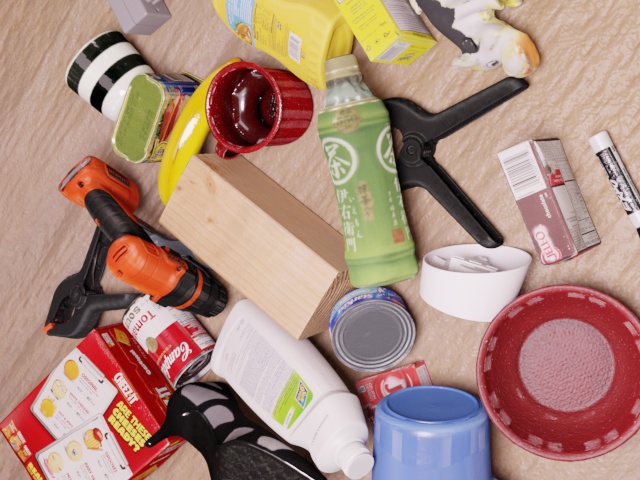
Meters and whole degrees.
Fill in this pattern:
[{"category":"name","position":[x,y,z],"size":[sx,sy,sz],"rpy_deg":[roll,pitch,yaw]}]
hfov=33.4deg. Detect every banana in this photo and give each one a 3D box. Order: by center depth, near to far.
[{"category":"banana","position":[-0.138,-0.109,1.169],"size":[0.037,0.069,0.198],"rpy_deg":[28,110,21]}]

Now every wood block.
[{"category":"wood block","position":[-0.058,0.002,1.126],"size":[0.206,0.090,0.090],"rpy_deg":[38,113,19]}]

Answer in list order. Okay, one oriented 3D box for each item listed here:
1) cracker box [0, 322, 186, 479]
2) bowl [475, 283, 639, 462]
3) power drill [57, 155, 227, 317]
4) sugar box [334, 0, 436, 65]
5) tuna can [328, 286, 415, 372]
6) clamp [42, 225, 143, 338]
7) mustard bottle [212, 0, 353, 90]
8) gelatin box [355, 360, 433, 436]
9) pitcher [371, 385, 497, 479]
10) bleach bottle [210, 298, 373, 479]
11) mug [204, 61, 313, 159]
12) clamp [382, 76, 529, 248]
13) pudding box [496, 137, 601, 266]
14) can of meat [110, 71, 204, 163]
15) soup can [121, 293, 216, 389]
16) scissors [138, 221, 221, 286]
[{"category":"cracker box","position":[-0.270,0.226,1.286],"size":[0.214,0.072,0.164],"rpy_deg":[-43,76,26]},{"category":"bowl","position":[0.227,0.119,0.990],"size":[0.162,0.055,0.162],"rpy_deg":[0,92,14]},{"category":"power drill","position":[-0.192,-0.001,1.157],"size":[0.057,0.184,0.188],"rpy_deg":[-46,57,4]},{"category":"sugar box","position":[0.037,-0.255,1.039],"size":[0.048,0.093,0.176],"rpy_deg":[-38,77,26]},{"category":"tuna can","position":[0.051,0.089,1.084],"size":[0.086,0.034,0.086],"rpy_deg":[-3,118,-6]},{"category":"clamp","position":[-0.273,0.071,1.277],"size":[0.172,0.039,0.120],"rpy_deg":[-52,48,27]},{"category":"mustard bottle","position":[-0.055,-0.239,1.103],"size":[0.192,0.058,0.096],"rpy_deg":[35,147,22]},{"category":"gelatin box","position":[0.085,0.176,1.103],"size":[0.073,0.030,0.089],"rpy_deg":[-21,87,28]},{"category":"pitcher","position":[0.117,0.270,1.029],"size":[0.145,0.149,0.243],"rpy_deg":[22,117,57]},{"category":"bleach bottle","position":[-0.025,0.160,1.080],"size":[0.251,0.067,0.103],"rpy_deg":[44,118,49]},{"category":"mug","position":[-0.067,-0.130,1.119],"size":[0.093,0.081,0.117],"rpy_deg":[45,115,17]},{"category":"clamp","position":[0.101,-0.080,1.056],"size":[0.210,0.036,0.164],"rpy_deg":[5,96,31]},{"category":"pudding box","position":[0.210,-0.037,0.972],"size":[0.039,0.089,0.113],"rpy_deg":[-22,85,28]},{"category":"can of meat","position":[-0.177,-0.135,1.179],"size":[0.057,0.083,0.102],"rpy_deg":[30,110,23]},{"category":"soup can","position":[-0.170,0.109,1.216],"size":[0.102,0.068,0.069],"rpy_deg":[47,116,17]},{"category":"scissors","position":[-0.172,-0.007,1.229],"size":[0.202,0.016,0.096],"rpy_deg":[47,113,13]}]
